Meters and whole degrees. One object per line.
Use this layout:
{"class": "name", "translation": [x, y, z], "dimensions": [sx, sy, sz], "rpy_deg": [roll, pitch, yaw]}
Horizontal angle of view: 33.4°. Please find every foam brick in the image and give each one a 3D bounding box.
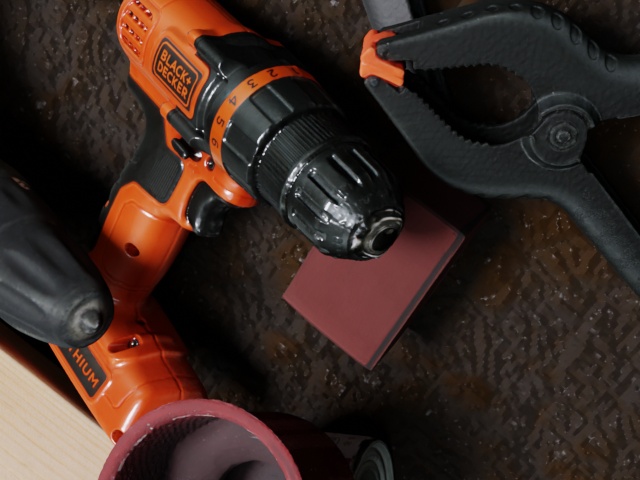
{"class": "foam brick", "translation": [0.029, 0.006, 0.470], "dimensions": [0.051, 0.053, 0.078], "rpy_deg": [36, 115, 9]}

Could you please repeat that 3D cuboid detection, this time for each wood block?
{"class": "wood block", "translation": [-0.194, 0.082, 0.552], "dimensions": [0.206, 0.090, 0.091], "rpy_deg": [35, 82, 10]}

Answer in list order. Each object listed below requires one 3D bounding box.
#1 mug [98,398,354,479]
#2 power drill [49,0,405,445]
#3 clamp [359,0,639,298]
{"class": "mug", "translation": [-0.043, 0.119, 0.446], "dimensions": [0.117, 0.081, 0.093], "rpy_deg": [-33, 72, 13]}
{"class": "power drill", "translation": [-0.053, 0.001, 0.469], "dimensions": [0.185, 0.057, 0.188], "rpy_deg": [48, 123, 38]}
{"class": "clamp", "translation": [0.096, -0.036, 0.419], "dimensions": [0.171, 0.039, 0.120], "rpy_deg": [12, 110, 3]}
